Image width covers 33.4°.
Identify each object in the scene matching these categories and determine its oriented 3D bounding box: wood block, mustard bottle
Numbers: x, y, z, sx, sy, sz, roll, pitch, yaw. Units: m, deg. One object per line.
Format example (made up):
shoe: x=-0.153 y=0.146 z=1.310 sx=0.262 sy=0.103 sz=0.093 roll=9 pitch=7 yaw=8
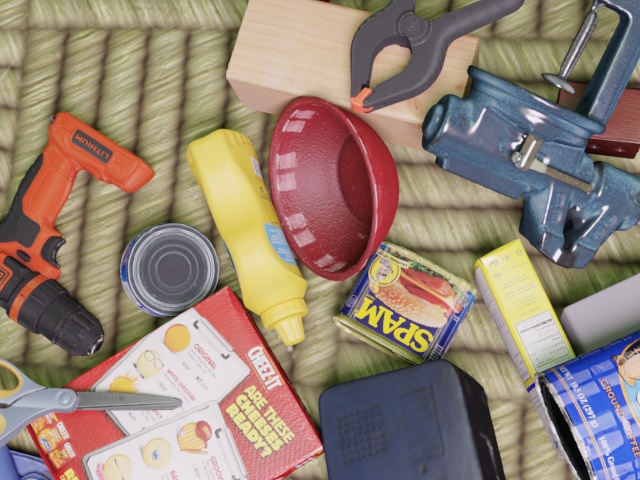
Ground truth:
wood block: x=0.031 y=-0.150 z=0.961 sx=0.206 sy=0.091 sz=0.090 roll=15 pitch=80 yaw=10
mustard bottle: x=-0.057 y=0.001 z=0.938 sx=0.058 sy=0.096 sz=0.192 roll=-24 pitch=77 yaw=5

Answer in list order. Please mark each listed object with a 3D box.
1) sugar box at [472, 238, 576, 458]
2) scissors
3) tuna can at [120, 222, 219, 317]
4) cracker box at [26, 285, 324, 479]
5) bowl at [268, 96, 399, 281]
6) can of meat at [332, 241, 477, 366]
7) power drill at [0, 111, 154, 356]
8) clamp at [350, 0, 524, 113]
sugar box: x=0.183 y=0.092 z=0.890 sx=0.048 sy=0.093 sz=0.176 roll=-26 pitch=77 yaw=1
scissors: x=-0.224 y=0.148 z=0.881 sx=0.202 sy=0.016 sz=0.096 roll=15 pitch=62 yaw=7
tuna can: x=-0.134 y=0.027 z=0.957 sx=0.086 sy=0.034 sz=0.086 roll=1 pitch=87 yaw=-19
cracker box: x=-0.125 y=0.166 z=0.926 sx=0.213 sy=0.072 sz=0.164 roll=-32 pitch=77 yaw=-1
bowl: x=0.019 y=-0.049 z=0.930 sx=0.055 sy=0.162 sz=0.162 roll=-14 pitch=74 yaw=-33
can of meat: x=0.075 y=0.059 z=0.930 sx=0.102 sy=0.057 sz=0.084 roll=29 pitch=81 yaw=12
power drill: x=-0.236 y=-0.009 z=0.984 sx=0.184 sy=0.057 sz=0.187 roll=34 pitch=83 yaw=9
clamp: x=0.089 y=-0.174 z=0.892 sx=0.120 sy=0.039 sz=0.171 roll=27 pitch=88 yaw=16
